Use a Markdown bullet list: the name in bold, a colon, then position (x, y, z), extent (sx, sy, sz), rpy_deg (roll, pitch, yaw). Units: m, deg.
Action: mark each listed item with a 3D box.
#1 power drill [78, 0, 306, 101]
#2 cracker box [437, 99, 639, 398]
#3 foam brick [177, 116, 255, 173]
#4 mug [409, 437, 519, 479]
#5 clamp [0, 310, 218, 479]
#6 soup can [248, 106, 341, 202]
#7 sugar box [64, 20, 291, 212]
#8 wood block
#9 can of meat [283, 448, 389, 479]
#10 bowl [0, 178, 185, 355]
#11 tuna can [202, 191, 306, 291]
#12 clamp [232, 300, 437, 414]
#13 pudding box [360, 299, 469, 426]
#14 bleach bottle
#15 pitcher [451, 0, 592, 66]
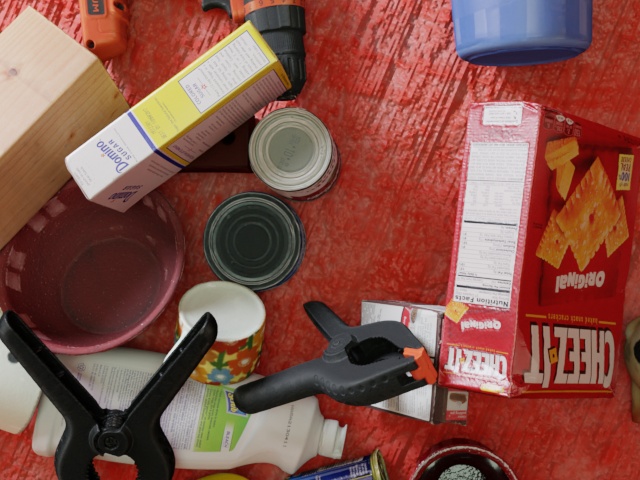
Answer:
- **power drill**: position (-0.107, -0.200, 0.905), extent (0.187, 0.057, 0.184), rpy_deg (-7, 84, 2)
- **cracker box**: position (0.174, 0.012, 0.819), extent (0.072, 0.163, 0.214), rpy_deg (5, 87, 43)
- **foam brick**: position (-0.096, -0.085, 0.902), extent (0.078, 0.051, 0.053), rpy_deg (0, 88, 5)
- **mug**: position (0.123, 0.213, 0.859), extent (0.117, 0.081, 0.093), rpy_deg (43, 92, 5)
- **clamp**: position (-0.152, 0.144, 0.835), extent (0.164, 0.036, 0.210), rpy_deg (-5, 110, 1)
- **soup can**: position (-0.020, -0.069, 0.869), extent (0.068, 0.102, 0.068), rpy_deg (0, 88, 4)
- **sugar box**: position (-0.108, -0.093, 0.829), extent (0.176, 0.093, 0.048), rpy_deg (-34, 83, 2)
- **wood block**: position (-0.264, -0.075, 0.866), extent (0.091, 0.090, 0.206), rpy_deg (38, 78, 21)
- **can of meat**: position (0.021, 0.233, 0.880), extent (0.084, 0.057, 0.102), rpy_deg (-16, 86, 7)
- **bowl**: position (-0.184, 0.027, 0.889), extent (0.162, 0.055, 0.162), rpy_deg (-4, 65, 9)
- **tuna can**: position (-0.056, 0.001, 0.904), extent (0.086, 0.033, 0.086), rpy_deg (0, 88, 5)
- **clamp**: position (0.021, 0.086, 0.832), extent (0.172, 0.120, 0.039), rpy_deg (-6, 131, 36)
- **pudding box**: position (0.073, 0.095, 0.855), extent (0.039, 0.114, 0.090), rpy_deg (5, 89, -30)
- **bleach bottle**: position (-0.105, 0.152, 0.891), extent (0.251, 0.068, 0.102), rpy_deg (11, 89, 3)
- **pitcher**: position (0.147, -0.266, 0.849), extent (0.149, 0.144, 0.243), rpy_deg (-2, 91, 25)
